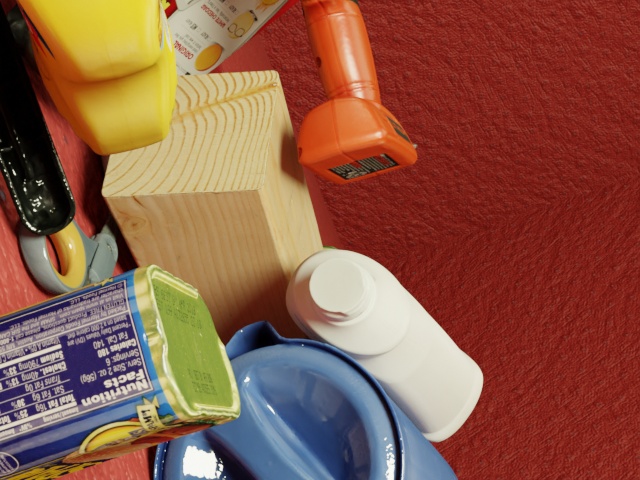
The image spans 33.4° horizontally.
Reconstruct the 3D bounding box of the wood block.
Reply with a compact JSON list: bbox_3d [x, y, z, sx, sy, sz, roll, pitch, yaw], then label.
[{"bbox_3d":[-0.055,0.000,0.665,0.206,0.091,0.090,75,17,-52],"label":"wood block"}]

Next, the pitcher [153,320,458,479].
[{"bbox_3d":[0.014,0.159,0.626,0.145,0.149,0.242,23,-11,25],"label":"pitcher"}]

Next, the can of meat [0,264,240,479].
[{"bbox_3d":[-0.081,0.050,0.373,0.102,0.084,0.057,54,17,-78],"label":"can of meat"}]

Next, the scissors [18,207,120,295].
[{"bbox_3d":[-0.123,-0.005,0.556,0.202,0.016,0.096,-104,174,-56],"label":"scissors"}]

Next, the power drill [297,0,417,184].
[{"bbox_3d":[0.001,-0.133,0.612,0.184,0.057,0.187,16,61,-72],"label":"power drill"}]

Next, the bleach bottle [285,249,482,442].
[{"bbox_3d":[0.039,0.061,0.642,0.103,0.068,0.250,32,-8,18],"label":"bleach bottle"}]

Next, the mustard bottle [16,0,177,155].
[{"bbox_3d":[-0.083,-0.098,0.371,0.192,0.058,0.096,121,-46,-78],"label":"mustard bottle"}]

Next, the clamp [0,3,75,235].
[{"bbox_3d":[-0.149,-0.119,0.422,0.165,0.036,0.210,107,-38,-72],"label":"clamp"}]
